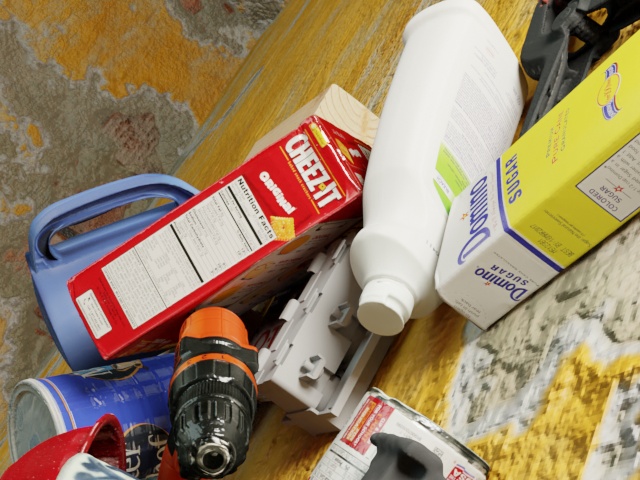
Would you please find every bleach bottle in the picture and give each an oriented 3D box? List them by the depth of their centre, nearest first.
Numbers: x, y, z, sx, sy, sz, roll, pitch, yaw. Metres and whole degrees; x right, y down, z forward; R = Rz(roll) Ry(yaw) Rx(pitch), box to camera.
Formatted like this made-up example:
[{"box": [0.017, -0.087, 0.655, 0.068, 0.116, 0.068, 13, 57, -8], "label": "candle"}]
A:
[{"box": [0.069, -0.046, 0.687, 0.068, 0.102, 0.250, -18, 33, 38], "label": "bleach bottle"}]

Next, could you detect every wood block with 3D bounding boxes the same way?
[{"box": [-0.015, -0.066, 1.062, 0.090, 0.090, 0.206, -59, 14, -22], "label": "wood block"}]

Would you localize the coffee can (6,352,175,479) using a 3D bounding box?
[{"box": [-0.154, 0.145, 0.817, 0.140, 0.103, 0.103, -8, -20, -37], "label": "coffee can"}]

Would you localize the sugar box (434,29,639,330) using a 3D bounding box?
[{"box": [0.133, -0.036, 0.562, 0.176, 0.048, 0.093, -42, 17, 37], "label": "sugar box"}]

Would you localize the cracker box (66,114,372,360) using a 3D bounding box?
[{"box": [-0.055, 0.001, 0.776, 0.214, 0.072, 0.164, -33, -10, 12], "label": "cracker box"}]

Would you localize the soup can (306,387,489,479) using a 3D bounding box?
[{"box": [0.021, 0.126, 0.481, 0.102, 0.068, 0.069, -55, 13, -9], "label": "soup can"}]

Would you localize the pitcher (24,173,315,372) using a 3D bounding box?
[{"box": [-0.130, 0.019, 0.939, 0.242, 0.145, 0.149, -24, -10, -11], "label": "pitcher"}]

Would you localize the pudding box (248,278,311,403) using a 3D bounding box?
[{"box": [-0.017, 0.075, 0.814, 0.090, 0.039, 0.114, -60, 15, -26], "label": "pudding box"}]

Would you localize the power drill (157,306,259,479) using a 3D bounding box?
[{"box": [-0.080, 0.151, 0.656, 0.184, 0.057, 0.188, -102, 28, -73], "label": "power drill"}]

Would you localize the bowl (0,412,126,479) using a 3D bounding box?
[{"box": [-0.159, 0.179, 0.622, 0.162, 0.055, 0.162, 7, -91, -87], "label": "bowl"}]

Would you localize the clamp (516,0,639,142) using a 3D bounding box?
[{"box": [0.180, -0.144, 0.694, 0.165, 0.036, 0.210, -48, 14, 24], "label": "clamp"}]
